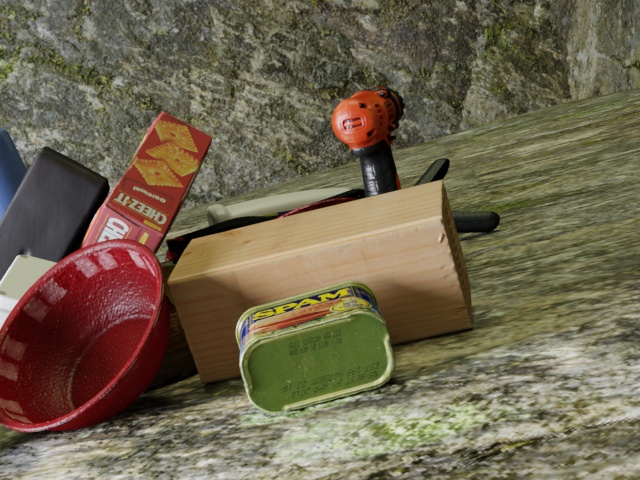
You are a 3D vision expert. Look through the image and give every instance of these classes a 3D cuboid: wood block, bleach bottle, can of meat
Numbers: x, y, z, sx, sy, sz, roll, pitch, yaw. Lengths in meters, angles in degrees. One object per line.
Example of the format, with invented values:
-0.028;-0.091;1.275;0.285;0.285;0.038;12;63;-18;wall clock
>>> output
0.003;0.031;0.803;0.206;0.091;0.090;-13;19;12;wood block
0.002;-0.021;1.236;0.250;0.102;0.068;-16;11;-13;bleach bottle
-0.004;0.070;0.702;0.102;0.057;0.084;-15;10;-1;can of meat

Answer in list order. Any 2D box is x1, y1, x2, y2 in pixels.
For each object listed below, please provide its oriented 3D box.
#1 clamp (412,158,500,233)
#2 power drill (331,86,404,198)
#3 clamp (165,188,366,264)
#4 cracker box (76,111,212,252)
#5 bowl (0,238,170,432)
0.102;-0.034;1.201;0.171;0.039;0.120;-15;42;-9;clamp
0.068;-0.063;1.084;0.057;0.187;0.184;-13;8;19;power drill
-0.057;0.001;1.066;0.210;0.036;0.164;-10;20;11;clamp
-0.194;-0.015;1.102;0.164;0.072;0.213;-58;8;30;cracker box
-0.166;0.079;0.782;0.162;0.055;0.162;-21;44;22;bowl
